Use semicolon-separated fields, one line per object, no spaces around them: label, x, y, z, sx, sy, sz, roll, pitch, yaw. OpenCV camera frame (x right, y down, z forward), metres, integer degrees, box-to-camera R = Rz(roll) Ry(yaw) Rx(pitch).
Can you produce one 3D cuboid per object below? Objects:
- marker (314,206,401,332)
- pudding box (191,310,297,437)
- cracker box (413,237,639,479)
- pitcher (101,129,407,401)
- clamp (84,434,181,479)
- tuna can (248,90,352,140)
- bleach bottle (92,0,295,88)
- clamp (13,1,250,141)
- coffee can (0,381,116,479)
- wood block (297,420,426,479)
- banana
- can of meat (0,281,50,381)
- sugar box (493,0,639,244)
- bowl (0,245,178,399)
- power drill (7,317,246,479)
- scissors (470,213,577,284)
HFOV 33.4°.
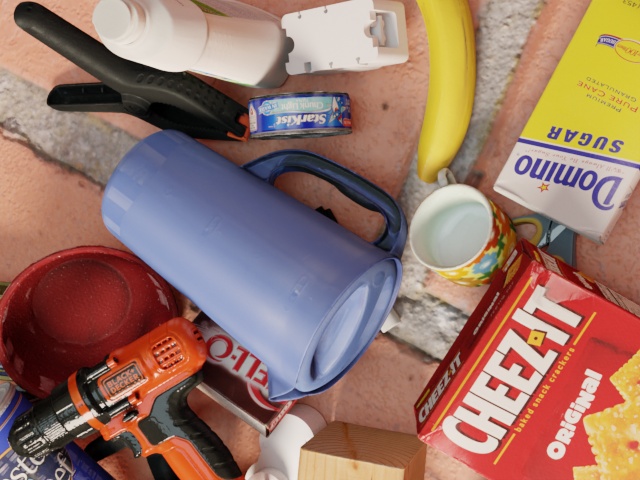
marker;0.029;0.023;0.914;0.020;0.020;0.121;-34;84;19
pudding box;-0.063;0.101;0.921;0.113;0.039;0.090;32;64;16
cracker box;0.203;0.124;0.804;0.213;0.072;0.164;29;103;-5
pitcher;-0.056;0.001;0.881;0.243;0.149;0.145;35;132;22
clamp;-0.166;0.174;0.964;0.120;0.039;0.171;17;125;15
tuna can;-0.017;-0.103;0.883;0.086;0.086;0.034;-2;93;19
bleach bottle;-0.104;-0.160;0.820;0.103;0.250;0.068;21;102;16
clamp;-0.159;-0.133;0.911;0.210;0.164;0.036;16;72;9
coffee can;-0.261;0.209;0.943;0.103;0.102;0.140;-37;107;19
wood block;0.028;0.270;0.902;0.090;0.090;0.206;7;98;19
banana;0.096;-0.148;0.868;0.070;0.037;0.198;-9;89;49
can of meat;-0.299;0.086;1.017;0.102;0.057;0.084;4;98;19
sugar box;0.214;-0.095;0.809;0.093;0.048;0.176;28;93;20
bowl;-0.212;0.067;0.961;0.162;0.055;0.162;-7;117;-15
power drill;-0.141;0.181;0.870;0.184;0.057;0.187;-32;90;8
scissors;0.210;-0.013;0.837;0.202;0.016;0.096;-34;61;19
